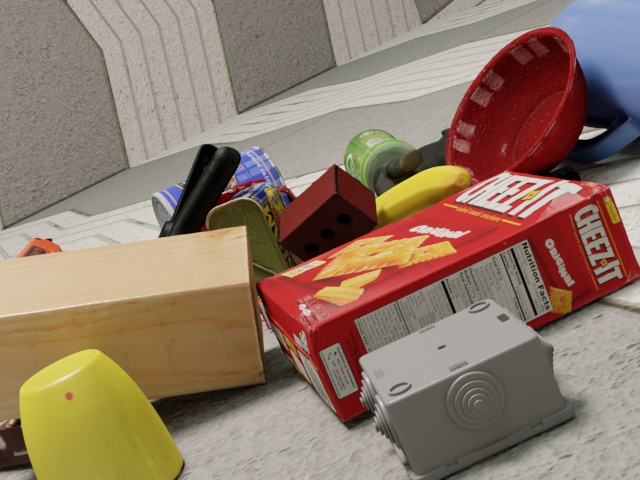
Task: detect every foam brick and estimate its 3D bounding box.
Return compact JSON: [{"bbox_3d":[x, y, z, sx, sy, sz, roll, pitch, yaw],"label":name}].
[{"bbox_3d":[0.006,-0.020,0.968,0.078,0.053,0.051,-43,26,27],"label":"foam brick"}]

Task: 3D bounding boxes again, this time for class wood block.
[{"bbox_3d":[-0.149,0.061,0.788,0.206,0.090,0.091,-8,27,-1],"label":"wood block"}]

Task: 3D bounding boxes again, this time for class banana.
[{"bbox_3d":[0.075,-0.026,0.974,0.198,0.037,0.069,-33,18,43],"label":"banana"}]

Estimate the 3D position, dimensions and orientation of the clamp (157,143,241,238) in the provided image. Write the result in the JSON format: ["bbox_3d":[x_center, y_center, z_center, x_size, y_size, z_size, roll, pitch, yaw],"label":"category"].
[{"bbox_3d":[-0.136,-0.006,1.045,0.210,0.036,0.165,-66,13,-7],"label":"clamp"}]

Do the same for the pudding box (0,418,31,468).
[{"bbox_3d":[-0.203,0.137,0.841,0.114,0.039,0.089,-14,15,37],"label":"pudding box"}]

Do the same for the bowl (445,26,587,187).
[{"bbox_3d":[0.184,-0.107,0.951,0.162,0.055,0.162,-44,30,34],"label":"bowl"}]

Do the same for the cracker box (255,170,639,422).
[{"bbox_3d":[0.076,0.026,0.717,0.213,0.072,0.164,-25,13,-9],"label":"cracker box"}]

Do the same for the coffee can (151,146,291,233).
[{"bbox_3d":[-0.117,-0.038,1.281,0.140,0.103,0.103,-27,13,-17],"label":"coffee can"}]

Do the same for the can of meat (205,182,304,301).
[{"bbox_3d":[-0.056,0.001,1.005,0.057,0.102,0.084,-21,10,16],"label":"can of meat"}]
